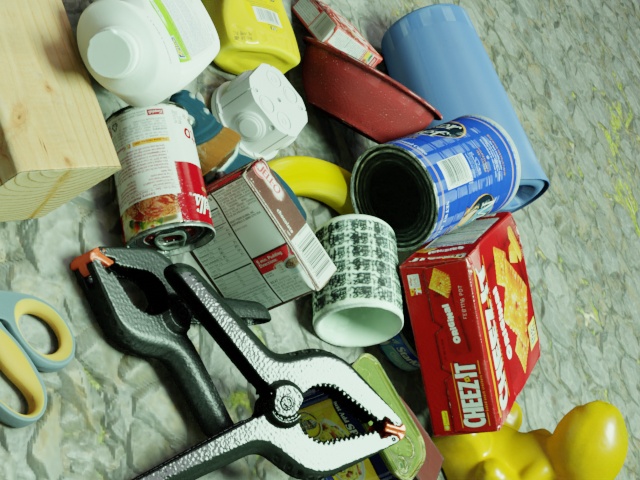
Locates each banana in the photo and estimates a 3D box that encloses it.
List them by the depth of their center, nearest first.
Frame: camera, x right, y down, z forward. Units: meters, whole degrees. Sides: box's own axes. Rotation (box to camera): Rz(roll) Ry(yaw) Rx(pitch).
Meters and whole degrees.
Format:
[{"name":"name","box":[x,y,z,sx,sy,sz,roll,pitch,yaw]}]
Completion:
[{"name":"banana","box":[0.000,-0.045,1.005,0.197,0.037,0.069,23,50,-46]}]

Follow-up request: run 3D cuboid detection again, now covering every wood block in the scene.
[{"name":"wood block","box":[-0.221,-0.123,0.697,0.090,0.091,0.206,-10,77,-57]}]

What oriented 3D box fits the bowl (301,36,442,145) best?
[{"name":"bowl","box":[0.039,-0.139,1.065,0.162,0.055,0.162,30,4,-2]}]

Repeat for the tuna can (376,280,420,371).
[{"name":"tuna can","box":[0.085,0.084,1.041,0.086,0.034,0.086,33,44,-39]}]

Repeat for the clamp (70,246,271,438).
[{"name":"clamp","box":[-0.104,0.054,0.788,0.171,0.039,0.120,49,37,-22]}]

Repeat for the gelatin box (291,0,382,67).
[{"name":"gelatin box","box":[0.017,-0.219,1.123,0.073,0.030,0.089,29,20,-40]}]

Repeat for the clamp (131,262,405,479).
[{"name":"clamp","box":[-0.038,0.126,0.758,0.209,0.036,0.164,24,69,-21]}]

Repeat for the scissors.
[{"name":"scissors","box":[-0.220,0.021,0.671,0.202,0.016,0.096,62,31,-3]}]

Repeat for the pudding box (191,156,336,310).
[{"name":"pudding box","box":[-0.055,0.001,0.847,0.113,0.090,0.039,58,36,-12]}]

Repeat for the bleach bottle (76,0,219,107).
[{"name":"bleach bottle","box":[-0.132,-0.153,0.779,0.102,0.068,0.251,57,9,-11]}]

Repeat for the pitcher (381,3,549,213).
[{"name":"pitcher","box":[0.156,-0.138,1.222,0.144,0.149,0.243,-3,67,-40]}]

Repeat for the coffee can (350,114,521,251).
[{"name":"coffee can","box":[0.112,-0.057,1.026,0.140,0.103,0.103,-23,87,-44]}]

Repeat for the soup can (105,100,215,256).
[{"name":"soup can","box":[-0.122,-0.045,0.803,0.068,0.069,0.102,9,62,-52]}]

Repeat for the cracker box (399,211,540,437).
[{"name":"cracker box","box":[0.152,0.073,1.031,0.213,0.072,0.164,-32,111,-66]}]

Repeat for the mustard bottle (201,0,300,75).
[{"name":"mustard bottle","box":[-0.081,-0.251,1.011,0.096,0.058,0.191,4,65,-47]}]

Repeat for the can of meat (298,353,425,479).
[{"name":"can of meat","box":[0.022,0.153,0.858,0.102,0.084,0.057,60,33,-7]}]
